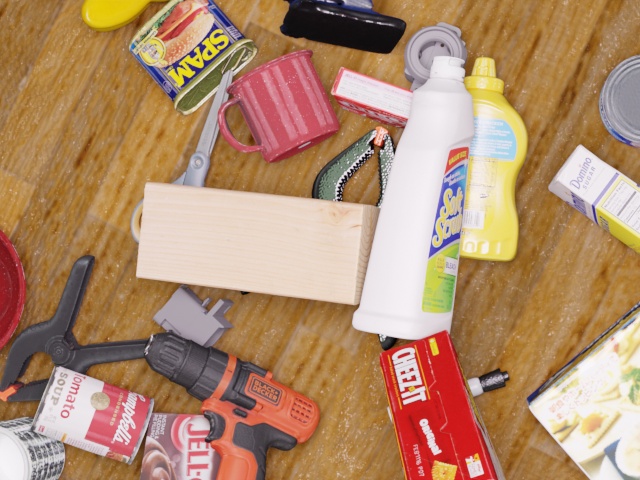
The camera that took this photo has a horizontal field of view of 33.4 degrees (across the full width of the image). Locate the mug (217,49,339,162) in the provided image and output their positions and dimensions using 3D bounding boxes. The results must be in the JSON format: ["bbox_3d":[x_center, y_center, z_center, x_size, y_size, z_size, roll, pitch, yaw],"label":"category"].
[{"bbox_3d":[-0.043,-0.123,1.027,0.117,0.093,0.081,-24,89,-24],"label":"mug"}]

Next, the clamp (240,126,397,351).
[{"bbox_3d":[0.017,-0.012,1.045,0.164,0.036,0.210,14,91,10],"label":"clamp"}]

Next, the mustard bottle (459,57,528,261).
[{"bbox_3d":[0.148,-0.079,1.018,0.096,0.058,0.191,6,88,15],"label":"mustard bottle"}]

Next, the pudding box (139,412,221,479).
[{"bbox_3d":[-0.126,0.225,1.033,0.090,0.039,0.113,1,64,8],"label":"pudding box"}]

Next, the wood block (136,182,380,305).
[{"bbox_3d":[-0.056,0.001,0.996,0.206,0.090,0.091,6,91,13],"label":"wood block"}]

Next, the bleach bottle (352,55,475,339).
[{"bbox_3d":[0.092,-0.040,0.949,0.068,0.102,0.251,8,89,31],"label":"bleach bottle"}]

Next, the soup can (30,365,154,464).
[{"bbox_3d":[-0.222,0.169,1.039,0.102,0.068,0.068,22,90,-11],"label":"soup can"}]

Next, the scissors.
[{"bbox_3d":[-0.140,-0.072,1.070,0.096,0.016,0.202,5,94,12],"label":"scissors"}]

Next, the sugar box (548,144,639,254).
[{"bbox_3d":[0.294,-0.016,0.979,0.176,0.093,0.048,34,92,9],"label":"sugar box"}]

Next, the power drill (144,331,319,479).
[{"bbox_3d":[-0.102,0.191,0.979,0.184,0.057,0.187,28,57,-14],"label":"power drill"}]

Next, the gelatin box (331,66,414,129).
[{"bbox_3d":[0.058,-0.133,1.026,0.089,0.073,0.030,19,90,8],"label":"gelatin box"}]

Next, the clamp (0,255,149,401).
[{"bbox_3d":[-0.247,0.112,1.075,0.120,0.039,0.171,44,101,6],"label":"clamp"}]

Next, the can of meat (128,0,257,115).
[{"bbox_3d":[-0.129,-0.191,1.064,0.102,0.057,0.084,-41,80,4],"label":"can of meat"}]

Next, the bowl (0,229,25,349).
[{"bbox_3d":[-0.367,0.051,1.085,0.162,0.055,0.162,0,87,8],"label":"bowl"}]

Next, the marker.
[{"bbox_3d":[0.124,0.150,1.031,0.121,0.020,0.020,-20,85,6],"label":"marker"}]

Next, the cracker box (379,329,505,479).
[{"bbox_3d":[0.120,0.209,0.907,0.072,0.164,0.213,-20,129,7],"label":"cracker box"}]
